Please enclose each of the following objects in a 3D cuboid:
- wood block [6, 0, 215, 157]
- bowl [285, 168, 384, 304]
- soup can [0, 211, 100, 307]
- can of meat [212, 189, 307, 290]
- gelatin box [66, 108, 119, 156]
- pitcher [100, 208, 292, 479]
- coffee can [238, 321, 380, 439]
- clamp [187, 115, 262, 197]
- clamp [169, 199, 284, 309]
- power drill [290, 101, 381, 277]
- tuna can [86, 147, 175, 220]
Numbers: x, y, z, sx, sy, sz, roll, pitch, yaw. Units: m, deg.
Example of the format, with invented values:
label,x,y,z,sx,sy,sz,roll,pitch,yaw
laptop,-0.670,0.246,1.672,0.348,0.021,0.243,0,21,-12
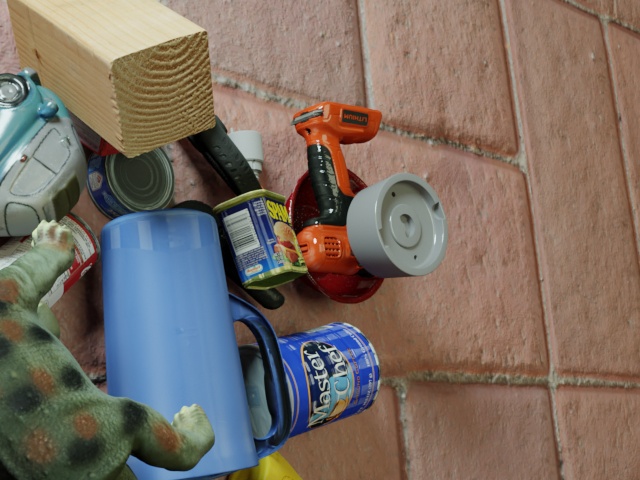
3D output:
label,x,y,z,sx,sy,sz,roll,pitch,yaw
wood block,-0.185,-0.162,0.927,0.090,0.206,0.091,-25,131,-28
bowl,0.006,-0.003,1.206,0.161,0.055,0.162,16,66,-42
soup can,-0.249,0.026,0.925,0.068,0.069,0.102,55,46,-18
can of meat,-0.057,0.001,1.059,0.102,0.057,0.084,14,56,-75
gelatin box,-0.202,-0.114,1.006,0.073,0.089,0.030,-16,130,-47
pitcher,-0.125,0.098,0.975,0.149,0.145,0.243,13,68,-65
coffee can,-0.021,0.145,1.097,0.140,0.103,0.103,-9,84,-47
clamp,-0.122,-0.117,1.078,0.036,0.165,0.210,-39,128,-7
clamp,-0.104,-0.005,1.107,0.171,0.039,0.120,27,45,-36
power drill,0.040,-0.052,1.172,0.184,0.057,0.187,4,74,-46
tuna can,-0.185,-0.062,1.043,0.086,0.034,0.086,16,66,-42
